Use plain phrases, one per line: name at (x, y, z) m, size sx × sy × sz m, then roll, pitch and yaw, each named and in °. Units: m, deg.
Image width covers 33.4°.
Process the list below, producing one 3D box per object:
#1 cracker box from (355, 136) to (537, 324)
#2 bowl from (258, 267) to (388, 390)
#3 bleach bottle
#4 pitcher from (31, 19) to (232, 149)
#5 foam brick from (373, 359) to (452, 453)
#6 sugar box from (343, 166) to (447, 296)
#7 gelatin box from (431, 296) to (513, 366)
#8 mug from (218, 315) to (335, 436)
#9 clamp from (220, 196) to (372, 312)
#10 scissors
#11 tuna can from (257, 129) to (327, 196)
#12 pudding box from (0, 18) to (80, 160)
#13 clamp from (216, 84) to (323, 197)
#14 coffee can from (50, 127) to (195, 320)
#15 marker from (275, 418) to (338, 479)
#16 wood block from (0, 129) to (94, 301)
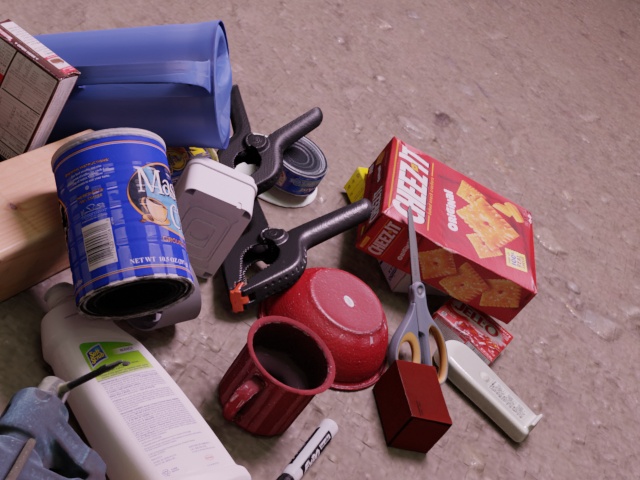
cracker box at (0.157, -0.015, 1.294) m, size 0.213 × 0.072 × 0.164 m, roll 28°, pitch 37°, yaw -13°
bowl at (0.016, 0.082, 1.153) m, size 0.162 × 0.055 × 0.162 m, roll 23°, pitch 37°, yaw -18°
bleach bottle at (-0.167, 0.135, 0.932) m, size 0.102 × 0.068 × 0.251 m, roll -7°, pitch 50°, yaw -45°
pitcher at (-0.214, -0.160, 1.101) m, size 0.243 × 0.149 × 0.145 m, roll -1°, pitch 47°, yaw 2°
foam brick at (0.095, 0.172, 1.115) m, size 0.052 × 0.051 × 0.078 m, roll 15°, pitch 39°, yaw -25°
sugar box at (0.103, -0.012, 1.345) m, size 0.093 × 0.048 × 0.176 m, roll 6°, pitch 43°, yaw -36°
gelatin box at (0.179, 0.108, 1.279) m, size 0.089 × 0.030 × 0.073 m, roll 43°, pitch 35°, yaw 10°
mug at (-0.051, 0.137, 1.008) m, size 0.093 × 0.082 × 0.117 m, roll 42°, pitch 35°, yaw 10°
clamp at (-0.058, 0.001, 1.176) m, size 0.165 × 0.036 × 0.209 m, roll 13°, pitch 40°, yaw 26°
scissors at (0.095, 0.069, 1.175) m, size 0.096 × 0.016 × 0.202 m, roll -21°, pitch 97°, yaw -43°
tuna can at (-0.034, -0.096, 1.302) m, size 0.086 × 0.034 × 0.086 m, roll 22°, pitch 39°, yaw -19°
pudding box at (-0.294, -0.139, 1.021) m, size 0.090 × 0.114 × 0.039 m, roll 37°, pitch 30°, yaw 3°
clamp at (-0.065, -0.109, 1.245) m, size 0.120 × 0.039 × 0.171 m, roll 6°, pitch 58°, yaw 6°
coffee can at (-0.173, -0.013, 0.934) m, size 0.102 × 0.103 × 0.140 m, roll 1°, pitch 66°, yaw -39°
marker at (-0.016, 0.208, 1.008) m, size 0.020 × 0.020 × 0.121 m, roll 39°, pitch 35°, yaw 6°
wood block at (-0.271, -0.022, 1.007) m, size 0.091 × 0.090 × 0.205 m, roll 43°, pitch 35°, yaw 10°
